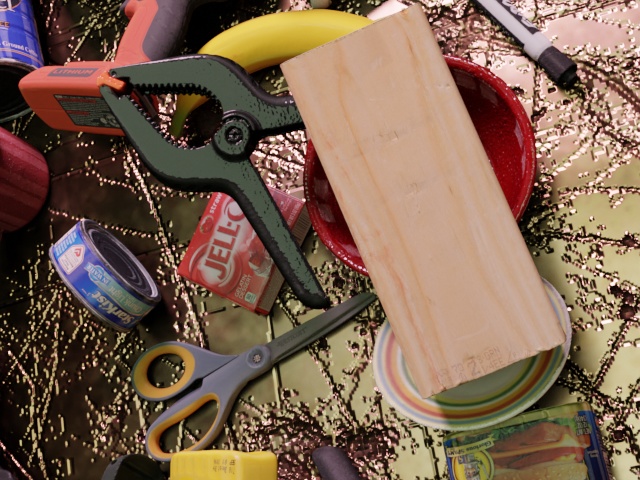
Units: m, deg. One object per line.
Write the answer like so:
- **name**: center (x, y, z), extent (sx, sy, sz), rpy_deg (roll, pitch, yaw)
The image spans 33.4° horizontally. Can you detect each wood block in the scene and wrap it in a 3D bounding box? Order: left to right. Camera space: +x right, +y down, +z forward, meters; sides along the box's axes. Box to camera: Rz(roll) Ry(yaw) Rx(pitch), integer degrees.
- **wood block**: center (0.062, -0.022, 0.638), extent (0.090, 0.090, 0.206), rpy_deg (-23, 87, 7)

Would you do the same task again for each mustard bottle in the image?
- **mustard bottle**: center (-0.067, 0.238, 0.709), extent (0.096, 0.058, 0.191), rpy_deg (-16, 69, 51)

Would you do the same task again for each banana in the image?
- **banana**: center (-0.032, -0.139, 0.811), extent (0.198, 0.037, 0.069), rpy_deg (-17, 90, 18)

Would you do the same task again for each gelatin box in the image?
- **gelatin box**: center (-0.055, 0.001, 0.786), extent (0.073, 0.030, 0.089), rpy_deg (24, 86, 25)

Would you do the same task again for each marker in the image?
- **marker**: center (0.138, -0.152, 0.755), extent (0.020, 0.020, 0.121), rpy_deg (-42, 67, 7)

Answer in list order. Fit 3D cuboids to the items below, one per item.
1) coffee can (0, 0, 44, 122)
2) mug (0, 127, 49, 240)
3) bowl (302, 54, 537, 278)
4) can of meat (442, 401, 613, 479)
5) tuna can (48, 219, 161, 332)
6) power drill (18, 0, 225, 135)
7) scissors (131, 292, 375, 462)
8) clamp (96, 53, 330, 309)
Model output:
- **coffee can**: center (-0.287, -0.180, 0.881), extent (0.103, 0.102, 0.140), rpy_deg (-21, 71, 15)
- **mug**: center (-0.272, -0.041, 0.852), extent (0.093, 0.081, 0.117), rpy_deg (-8, 74, 19)
- **bowl**: center (0.072, -0.044, 0.734), extent (0.162, 0.055, 0.162), rpy_deg (-5, 75, 20)
- **can of meat**: center (0.132, 0.153, 0.663), extent (0.102, 0.057, 0.084), rpy_deg (-16, 70, 17)
- **tuna can**: center (-0.158, 0.025, 0.791), extent (0.034, 0.086, 0.086), rpy_deg (-42, 66, 5)
- **power drill**: center (-0.152, -0.170, 0.822), extent (0.185, 0.057, 0.187), rpy_deg (7, 59, 31)
- **scissors**: center (-0.061, 0.077, 0.778), extent (0.202, 0.016, 0.096), rpy_deg (-45, 66, 6)
- **clamp**: center (-0.053, -0.056, 0.709), extent (0.210, 0.036, 0.164), rpy_deg (17, 84, 4)
